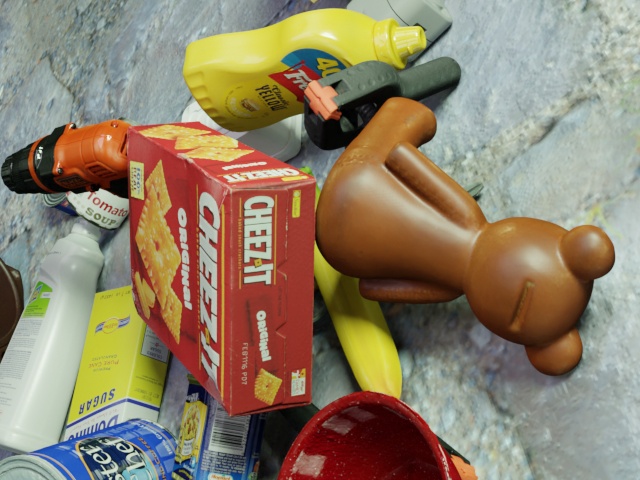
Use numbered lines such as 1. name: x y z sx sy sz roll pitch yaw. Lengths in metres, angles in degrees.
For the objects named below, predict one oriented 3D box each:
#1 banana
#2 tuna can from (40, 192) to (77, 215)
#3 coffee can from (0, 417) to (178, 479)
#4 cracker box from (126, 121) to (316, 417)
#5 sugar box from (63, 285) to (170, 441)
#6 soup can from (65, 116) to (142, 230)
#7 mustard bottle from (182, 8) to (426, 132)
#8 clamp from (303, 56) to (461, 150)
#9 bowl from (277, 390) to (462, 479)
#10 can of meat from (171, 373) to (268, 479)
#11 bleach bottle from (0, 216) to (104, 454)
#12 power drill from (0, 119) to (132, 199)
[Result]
1. banana: 0.019 0.042 0.783 0.037 0.069 0.198 -27 63 10
2. tuna can: -0.285 -0.072 1.232 0.086 0.033 0.086 -27 50 37
3. coffee can: -0.182 0.204 0.842 0.103 0.140 0.103 2 95 29
4. cracker box: -0.080 0.011 0.789 0.214 0.072 0.164 32 125 59
5. sugar box: -0.187 0.131 0.993 0.094 0.048 0.176 -14 57 43
6. soup can: -0.213 -0.070 1.123 0.102 0.068 0.068 -51 39 14
7. mustard bottle: -0.007 -0.141 0.856 0.192 0.096 0.058 -10 57 25
8. clamp: 0.031 -0.092 0.804 0.039 0.171 0.120 47 119 21
9. bowl: 0.038 0.175 0.643 0.162 0.055 0.162 -23 58 44
10. can of meat: -0.077 0.150 0.826 0.102 0.057 0.084 163 119 -71
11. bleach bottle: -0.276 0.095 1.103 0.103 0.068 0.250 -3 64 48
12. power drill: -0.176 -0.043 0.970 0.185 0.187 0.057 -6 66 45
